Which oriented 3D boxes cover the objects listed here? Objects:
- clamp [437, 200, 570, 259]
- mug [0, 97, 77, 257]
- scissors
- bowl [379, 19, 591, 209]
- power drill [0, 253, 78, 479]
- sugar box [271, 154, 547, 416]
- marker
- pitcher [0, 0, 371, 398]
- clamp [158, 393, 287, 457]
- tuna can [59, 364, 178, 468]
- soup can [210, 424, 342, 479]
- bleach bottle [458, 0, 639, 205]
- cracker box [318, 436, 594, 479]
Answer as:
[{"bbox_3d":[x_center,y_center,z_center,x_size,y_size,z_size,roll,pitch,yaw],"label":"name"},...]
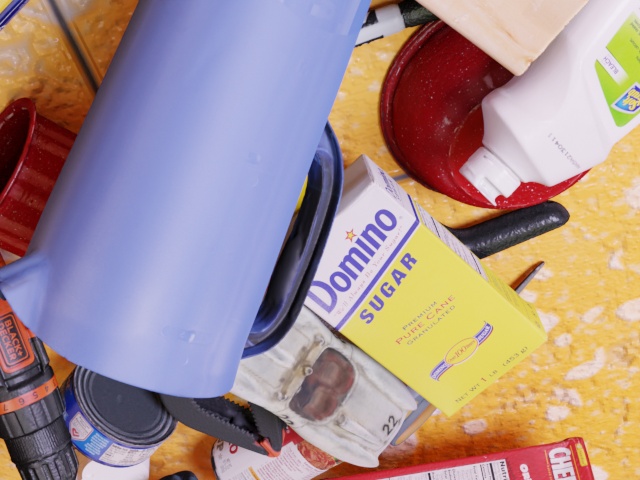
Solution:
[{"bbox_3d":[0.088,0.012,0.741,0.171,0.039,0.120,14,108,-12],"label":"clamp"},{"bbox_3d":[-0.172,-0.025,0.656,0.081,0.093,0.117,29,153,-33],"label":"mug"},{"bbox_3d":[0.090,0.094,0.804,0.096,0.016,0.202,-14,144,-44],"label":"scissors"},{"bbox_3d":[0.120,-0.073,0.663,0.162,0.055,0.162,-3,130,-4],"label":"bowl"},{"bbox_3d":[-0.258,0.114,0.683,0.057,0.187,0.184,-7,105,52],"label":"power drill"},{"bbox_3d":[0.057,0.034,0.696,0.093,0.048,0.176,-43,119,17],"label":"sugar box"},{"bbox_3d":[0.017,-0.122,0.631,0.121,0.020,0.020,-17,130,8],"label":"marker"},{"bbox_3d":[-0.057,-0.047,0.572,0.145,0.149,0.243,24,97,5],"label":"pitcher"},{"bbox_3d":[-0.102,0.080,0.753,0.165,0.036,0.210,-22,118,24],"label":"clamp"},{"bbox_3d":[-0.148,0.122,0.778,0.086,0.086,0.034,26,125,-26],"label":"tuna can"},{"bbox_3d":[-0.027,0.161,0.839,0.102,0.068,0.068,-34,126,22],"label":"soup can"},{"bbox_3d":[0.168,-0.123,0.573,0.251,0.068,0.102,-46,123,8],"label":"bleach bottle"},{"bbox_3d":[0.107,0.224,0.874,0.213,0.072,0.164,-10,156,0],"label":"cracker box"}]
